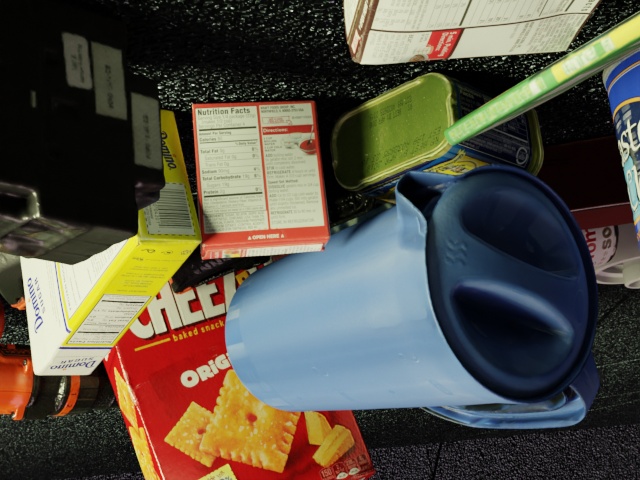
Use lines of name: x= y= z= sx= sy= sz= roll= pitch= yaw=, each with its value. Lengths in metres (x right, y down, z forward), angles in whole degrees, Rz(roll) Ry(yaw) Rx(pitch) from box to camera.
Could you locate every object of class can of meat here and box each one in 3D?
can of meat: x=0.069 y=-0.057 z=0.651 sx=0.083 sy=0.057 sz=0.102 roll=12 pitch=156 yaw=-43

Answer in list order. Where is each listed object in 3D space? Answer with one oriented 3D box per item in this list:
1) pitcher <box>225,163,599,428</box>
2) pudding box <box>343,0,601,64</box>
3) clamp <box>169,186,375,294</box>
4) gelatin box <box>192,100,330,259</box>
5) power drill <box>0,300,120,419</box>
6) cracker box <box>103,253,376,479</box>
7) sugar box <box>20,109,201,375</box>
pitcher: x=0.049 y=0.053 z=0.676 sx=0.144 sy=0.149 sz=0.243 roll=0 pitch=168 yaw=-35
pudding box: x=0.072 y=-0.117 z=0.483 sx=0.113 sy=0.039 sz=0.090 roll=-6 pitch=164 yaw=-8
clamp: x=-0.055 y=0.001 z=0.750 sx=0.172 sy=0.039 sz=0.120 roll=-27 pitch=167 yaw=28
gelatin box: x=-0.036 y=-0.036 z=0.621 sx=0.073 sy=0.089 sz=0.030 roll=-4 pitch=164 yaw=-8
power drill: x=-0.260 y=0.092 z=0.877 sx=0.184 sy=0.057 sz=0.188 roll=11 pitch=-175 yaw=-44
cracker box: x=-0.072 y=0.115 z=0.837 sx=0.164 sy=0.214 sz=0.072 roll=-16 pitch=167 yaw=-25
sugar box: x=-0.134 y=0.006 z=0.656 sx=0.048 sy=0.093 sz=0.176 roll=3 pitch=149 yaw=-31
